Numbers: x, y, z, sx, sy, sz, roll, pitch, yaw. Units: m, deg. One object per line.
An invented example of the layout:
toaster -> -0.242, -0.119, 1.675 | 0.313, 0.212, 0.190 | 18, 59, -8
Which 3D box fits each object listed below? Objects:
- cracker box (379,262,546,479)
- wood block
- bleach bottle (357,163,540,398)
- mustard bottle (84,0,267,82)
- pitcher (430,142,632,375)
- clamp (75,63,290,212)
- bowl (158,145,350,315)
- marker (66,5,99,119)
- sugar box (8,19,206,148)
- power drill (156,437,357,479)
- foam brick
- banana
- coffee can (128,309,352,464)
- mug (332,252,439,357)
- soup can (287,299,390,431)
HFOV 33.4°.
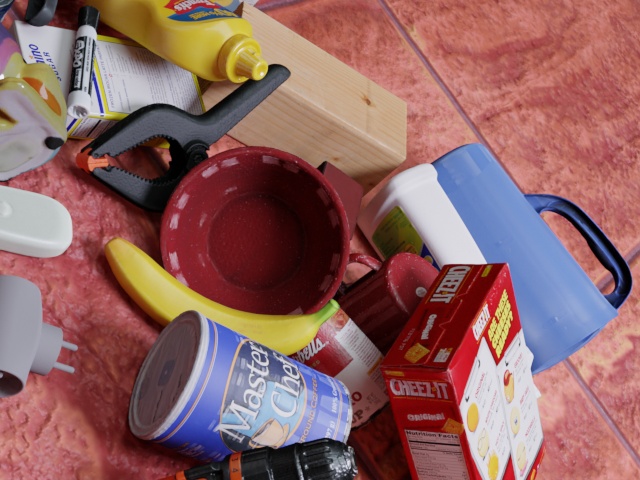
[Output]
cracker box -> 0.131, 0.151, 0.939 | 0.164, 0.072, 0.213 | -50, 131, -50
wood block -> -0.020, -0.135, 1.071 | 0.205, 0.090, 0.091 | 28, 44, -25
bleach bottle -> 0.138, 0.053, 1.055 | 0.067, 0.103, 0.251 | -23, 72, -36
mustard bottle -> -0.118, -0.189, 0.949 | 0.192, 0.058, 0.096 | 35, 31, 31
pitcher -> 0.201, 0.015, 1.129 | 0.148, 0.145, 0.243 | -20, 73, -48
clamp -> -0.111, -0.064, 0.946 | 0.209, 0.036, 0.164 | -13, 106, -32
bowl -> -0.056, 0.001, 0.922 | 0.162, 0.162, 0.055 | 51, -1, -1
marker -> -0.200, -0.154, 0.903 | 0.020, 0.020, 0.121 | 21, 49, -31
sugar box -> -0.190, -0.134, 0.948 | 0.175, 0.048, 0.093 | 2, 59, -38
power drill -> -0.048, 0.237, 0.718 | 0.057, 0.184, 0.188 | 51, 23, -66
foam brick -> 0.002, -0.028, 1.039 | 0.051, 0.053, 0.078 | 34, 42, -19
banana -> -0.087, 0.055, 0.873 | 0.198, 0.069, 0.037 | 16, 2, 0
coffee can -> -0.061, 0.128, 0.823 | 0.140, 0.103, 0.102 | 29, 45, -25
mug -> 0.060, 0.055, 1.008 | 0.117, 0.082, 0.093 | 43, 40, -9
soup can -> 0.016, 0.108, 0.939 | 0.102, 0.069, 0.068 | 49, 40, -3
